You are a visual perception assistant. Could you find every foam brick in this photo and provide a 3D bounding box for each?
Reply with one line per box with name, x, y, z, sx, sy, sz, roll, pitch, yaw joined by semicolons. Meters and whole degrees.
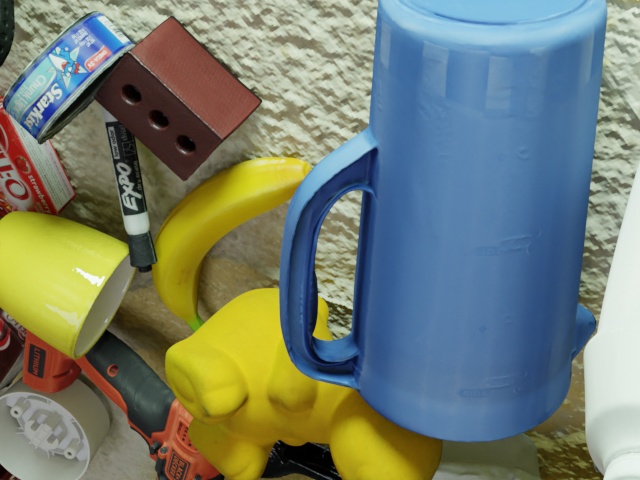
foam brick;-0.087;-0.086;0.655;0.078;0.051;0.053;42;134;-8

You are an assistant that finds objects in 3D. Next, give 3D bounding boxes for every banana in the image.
banana;-0.073;-0.003;0.729;0.069;0.037;0.198;21;138;-14

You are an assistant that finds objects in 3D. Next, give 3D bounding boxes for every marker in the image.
marker;-0.128;-0.037;0.715;0.020;0.020;0.121;1;108;28

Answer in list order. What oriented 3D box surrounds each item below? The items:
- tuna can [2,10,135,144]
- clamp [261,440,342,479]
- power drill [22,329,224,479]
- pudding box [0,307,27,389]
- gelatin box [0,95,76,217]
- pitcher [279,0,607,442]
tuna can;-0.155;-0.101;0.658;0.033;0.086;0.086;45;133;-8
clamp;-0.023;0.162;0.832;0.172;0.039;0.120;-12;115;42
power drill;-0.151;0.136;0.845;0.188;0.057;0.185;35;135;14
pudding box;-0.283;0.073;0.892;0.090;0.039;0.114;46;135;4
gelatin box;-0.228;-0.060;0.769;0.073;0.030;0.089;-1;125;29
pitcher;0.071;-0.019;0.565;0.145;0.149;0.243;21;131;28
